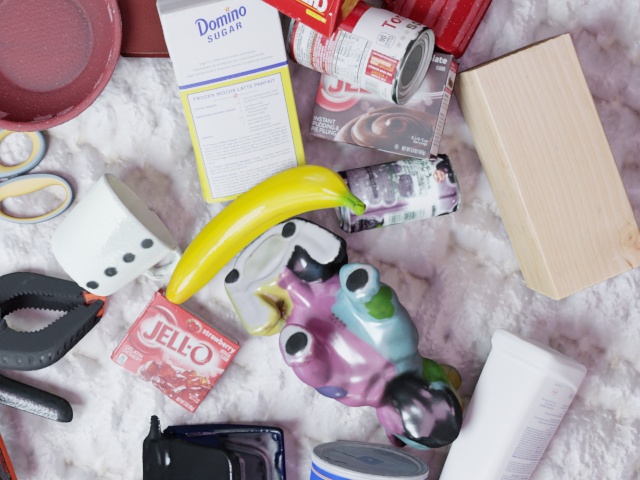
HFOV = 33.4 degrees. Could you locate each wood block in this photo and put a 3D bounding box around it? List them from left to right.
[{"bbox_3d":[0.197,-0.065,0.928,0.091,0.090,0.206,-22,97,-4],"label":"wood block"}]

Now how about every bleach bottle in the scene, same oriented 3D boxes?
[{"bbox_3d":[0.144,0.207,0.945,0.102,0.068,0.251,22,94,-51],"label":"bleach bottle"}]

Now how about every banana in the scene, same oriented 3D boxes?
[{"bbox_3d":[-0.053,-0.014,0.886,0.198,0.069,0.037,-28,129,24],"label":"banana"}]

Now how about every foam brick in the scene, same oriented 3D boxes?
[{"bbox_3d":[-0.131,-0.181,0.901,0.078,0.051,0.053,1,96,-6],"label":"foam brick"}]

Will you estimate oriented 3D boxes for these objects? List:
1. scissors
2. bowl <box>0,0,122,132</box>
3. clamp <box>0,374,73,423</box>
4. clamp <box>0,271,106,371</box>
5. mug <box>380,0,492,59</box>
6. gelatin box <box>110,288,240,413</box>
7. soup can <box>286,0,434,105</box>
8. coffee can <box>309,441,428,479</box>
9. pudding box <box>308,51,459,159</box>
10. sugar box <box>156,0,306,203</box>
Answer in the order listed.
[{"bbox_3d":[-0.313,-0.048,0.911,0.201,0.016,0.096,-5,94,-6],"label":"scissors"},{"bbox_3d":[-0.239,-0.170,0.882,0.162,0.055,0.162,0,94,2],"label":"bowl"},{"bbox_3d":[-0.297,0.124,0.915,0.120,0.039,0.171,-31,100,-3],"label":"clamp"},{"bbox_3d":[-0.276,0.082,0.876,0.209,0.036,0.164,-6,54,-24],"label":"clamp"},{"bbox_3d":[0.092,-0.210,0.900,0.117,0.093,0.081,23,97,-34],"label":"mug"},{"bbox_3d":[-0.127,0.096,0.936,0.089,0.030,0.073,35,90,-8],"label":"gelatin box"},{"bbox_3d":[0.033,-0.158,0.866,0.102,0.068,0.068,26,92,18],"label":"soup can"},{"bbox_3d":[0.034,0.257,0.931,0.102,0.103,0.140,7,94,-7],"label":"coffee can"},{"bbox_3d":[0.054,-0.122,0.914,0.114,0.039,0.090,14,94,16],"label":"pudding box"},{"bbox_3d":[-0.070,-0.122,0.882,0.093,0.048,0.176,-14,121,-6],"label":"sugar box"}]
